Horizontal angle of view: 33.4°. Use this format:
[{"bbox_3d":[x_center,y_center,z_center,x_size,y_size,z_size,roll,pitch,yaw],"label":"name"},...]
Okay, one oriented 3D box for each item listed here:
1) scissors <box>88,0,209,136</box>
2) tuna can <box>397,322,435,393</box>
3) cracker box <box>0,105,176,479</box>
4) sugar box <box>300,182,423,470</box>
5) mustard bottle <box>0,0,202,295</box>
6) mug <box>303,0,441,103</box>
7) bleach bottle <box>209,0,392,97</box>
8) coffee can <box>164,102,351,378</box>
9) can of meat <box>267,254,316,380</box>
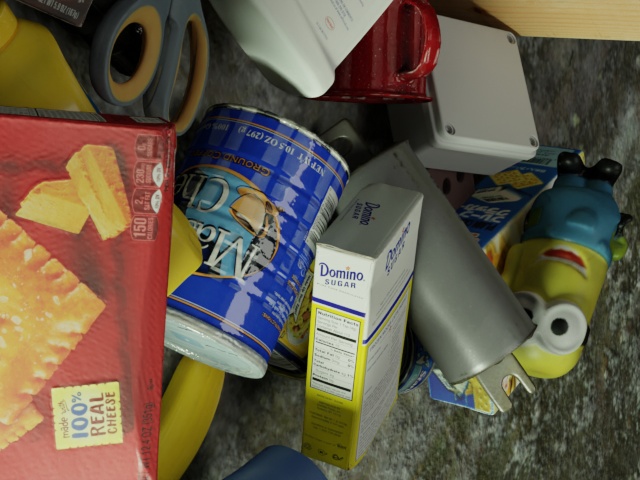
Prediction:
[{"bbox_3d":[-0.083,-0.154,0.567,0.096,0.016,0.202,-18,118,-57],"label":"scissors"},{"bbox_3d":[0.047,0.079,0.832,0.033,0.086,0.086,-2,100,-51],"label":"tuna can"},{"bbox_3d":[-0.173,0.022,0.454,0.213,0.072,0.164,3,98,-17],"label":"cracker box"},{"bbox_3d":[0.026,0.058,0.715,0.093,0.048,0.176,-49,147,-52],"label":"sugar box"},{"bbox_3d":[-0.137,-0.054,0.548,0.058,0.096,0.191,-43,132,-12],"label":"mustard bottle"},{"bbox_3d":[0.041,-0.139,0.748,0.093,0.117,0.081,-1,95,-33],"label":"mug"},{"bbox_3d":[0.042,-0.210,0.664,0.250,0.068,0.102,-48,124,-15],"label":"bleach bottle"},{"bbox_3d":[-0.054,0.001,0.664,0.102,0.103,0.140,43,65,-48],"label":"coffee can"},{"bbox_3d":[-0.024,0.035,0.752,0.083,0.058,0.102,44,65,-46],"label":"can of meat"}]
